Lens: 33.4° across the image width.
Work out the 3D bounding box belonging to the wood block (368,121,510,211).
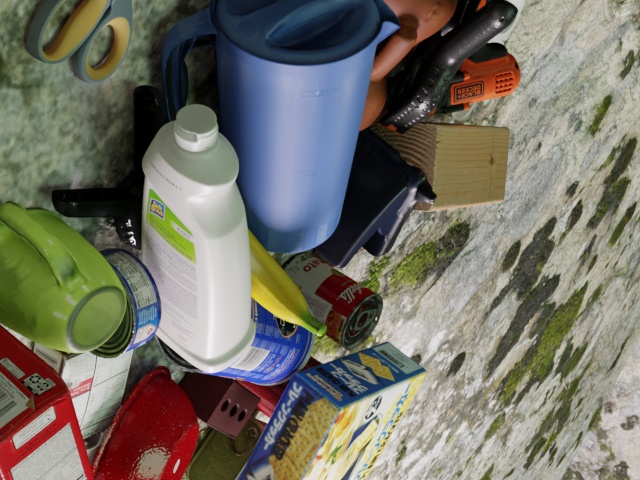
[{"bbox_3d":[0.129,-0.085,1.179,0.205,0.090,0.091,-8,104,-59],"label":"wood block"}]

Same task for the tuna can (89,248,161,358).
[{"bbox_3d":[-0.170,0.050,0.865,0.033,0.086,0.086,-22,135,-50],"label":"tuna can"}]

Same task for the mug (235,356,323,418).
[{"bbox_3d":[-0.042,0.151,1.172,0.093,0.082,0.117,-49,151,-18],"label":"mug"}]

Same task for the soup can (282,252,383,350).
[{"bbox_3d":[0.007,0.064,1.145,0.068,0.102,0.068,-38,145,-33],"label":"soup can"}]

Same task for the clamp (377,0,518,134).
[{"bbox_3d":[0.117,-0.184,0.977,0.210,0.036,0.164,-52,-162,44],"label":"clamp"}]

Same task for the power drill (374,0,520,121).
[{"bbox_3d":[0.113,-0.212,1.052,0.184,0.057,0.188,-15,126,-16],"label":"power drill"}]

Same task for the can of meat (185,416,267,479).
[{"bbox_3d":[-0.093,0.247,1.210,0.102,0.057,0.084,-56,154,-4],"label":"can of meat"}]

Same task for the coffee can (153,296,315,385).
[{"bbox_3d":[-0.080,0.082,1.022,0.103,0.103,0.140,-60,152,2],"label":"coffee can"}]

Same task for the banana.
[{"bbox_3d":[-0.065,0.005,0.915,0.197,0.070,0.037,51,59,-24],"label":"banana"}]

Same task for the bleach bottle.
[{"bbox_3d":[-0.094,-0.003,0.833,0.068,0.103,0.251,-42,158,-33],"label":"bleach bottle"}]

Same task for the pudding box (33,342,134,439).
[{"bbox_3d":[-0.209,0.124,0.924,0.089,0.039,0.114,-22,137,-52],"label":"pudding box"}]

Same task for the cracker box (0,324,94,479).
[{"bbox_3d":[-0.234,0.145,0.770,0.072,0.164,0.214,-38,145,-31],"label":"cracker box"}]

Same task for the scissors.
[{"bbox_3d":[-0.131,-0.193,0.768,0.201,0.016,0.096,-50,152,-16],"label":"scissors"}]

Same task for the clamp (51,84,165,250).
[{"bbox_3d":[-0.152,-0.034,0.864,0.120,0.039,0.171,-44,149,-18],"label":"clamp"}]

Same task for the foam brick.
[{"bbox_3d":[-0.107,0.164,1.111,0.053,0.051,0.078,-56,151,-7],"label":"foam brick"}]

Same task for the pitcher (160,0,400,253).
[{"bbox_3d":[-0.036,-0.102,0.897,0.144,0.149,0.243,-50,159,-36],"label":"pitcher"}]

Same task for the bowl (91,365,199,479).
[{"bbox_3d":[-0.160,0.203,1.011,0.162,0.055,0.162,24,89,-80],"label":"bowl"}]
